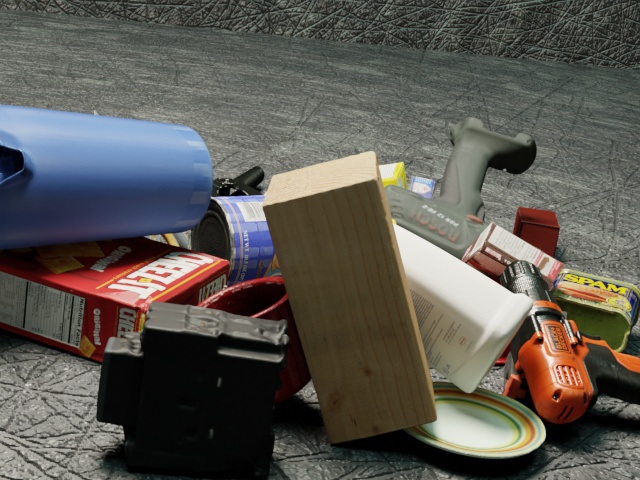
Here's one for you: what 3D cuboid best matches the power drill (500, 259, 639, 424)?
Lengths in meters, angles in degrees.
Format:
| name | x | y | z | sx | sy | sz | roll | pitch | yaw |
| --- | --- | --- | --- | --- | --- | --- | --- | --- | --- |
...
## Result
| name | x | y | z | sx | sy | sz | roll | pitch | yaw |
| --- | --- | --- | --- | --- | --- | --- | --- | --- | --- |
| power drill | 0.262 | 0.098 | 0.984 | 0.187 | 0.057 | 0.184 | 9 | 41 | -13 |

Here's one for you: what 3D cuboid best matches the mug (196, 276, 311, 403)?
| name | x | y | z | sx | sy | sz | roll | pitch | yaw |
| --- | --- | --- | --- | --- | --- | --- | --- | --- | --- |
| mug | -0.064 | 0.091 | 0.884 | 0.117 | 0.081 | 0.093 | -25 | 19 | -22 |

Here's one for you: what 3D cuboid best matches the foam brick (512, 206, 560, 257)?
| name | x | y | z | sx | sy | sz | roll | pitch | yaw |
| --- | --- | --- | --- | --- | --- | --- | --- | --- | --- |
| foam brick | 0.284 | -0.008 | 1.416 | 0.053 | 0.051 | 0.078 | 9 | 18 | 5 |

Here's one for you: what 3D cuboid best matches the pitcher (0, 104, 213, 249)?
| name | x | y | z | sx | sy | sz | roll | pitch | yaw |
| --- | --- | --- | --- | --- | --- | --- | --- | --- | --- |
| pitcher | -0.231 | -0.057 | 0.997 | 0.242 | 0.145 | 0.149 | -2 | 38 | -42 |

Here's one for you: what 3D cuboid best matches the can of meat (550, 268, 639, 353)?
| name | x | y | z | sx | sy | sz | roll | pitch | yaw |
| --- | --- | --- | --- | --- | --- | --- | --- | --- | --- |
| can of meat | 0.289 | 0.077 | 1.153 | 0.102 | 0.057 | 0.083 | 14 | 22 | 18 |

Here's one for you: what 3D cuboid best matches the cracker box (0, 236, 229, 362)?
| name | x | y | z | sx | sy | sz | roll | pitch | yaw |
| --- | --- | --- | --- | --- | --- | --- | --- | --- | --- |
| cracker box | -0.217 | 0.039 | 1.011 | 0.214 | 0.072 | 0.164 | 15 | 20 | 17 |

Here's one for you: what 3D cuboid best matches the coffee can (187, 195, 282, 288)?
| name | x | y | z | sx | sy | sz | roll | pitch | yaw |
| --- | --- | --- | --- | --- | --- | --- | --- | --- | --- |
| coffee can | -0.058 | 0.001 | 1.148 | 0.140 | 0.103 | 0.103 | -4 | 22 | -33 |

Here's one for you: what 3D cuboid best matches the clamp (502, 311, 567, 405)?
| name | x | y | z | sx | sy | sz | roll | pitch | yaw |
| --- | --- | --- | --- | --- | --- | --- | --- | --- | --- |
| clamp | 0.240 | 0.124 | 1.018 | 0.120 | 0.039 | 0.171 | 23 | 30 | 31 |

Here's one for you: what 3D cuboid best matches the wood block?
| name | x | y | z | sx | sy | sz | roll | pitch | yaw |
| --- | --- | --- | --- | --- | --- | --- | --- | --- | --- |
| wood block | 0.026 | 0.045 | 0.858 | 0.090 | 0.206 | 0.091 | -13 | 17 | 7 |

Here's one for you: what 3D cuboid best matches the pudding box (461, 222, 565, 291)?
| name | x | y | z | sx | sy | sz | roll | pitch | yaw |
| --- | --- | --- | --- | --- | --- | --- | --- | --- | --- |
| pudding box | 0.203 | 0.031 | 1.157 | 0.090 | 0.039 | 0.113 | 30 | -15 | 2 |

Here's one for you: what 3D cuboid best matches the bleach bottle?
| name | x | y | z | sx | sy | sz | roll | pitch | yaw |
| --- | --- | --- | --- | --- | --- | --- | --- | --- | --- |
| bleach bottle | 0.057 | 0.024 | 0.946 | 0.251 | 0.103 | 0.068 | 36 | 44 | 14 |

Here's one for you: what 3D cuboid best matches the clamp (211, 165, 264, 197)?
| name | x | y | z | sx | sy | sz | roll | pitch | yaw |
| --- | --- | --- | --- | --- | --- | --- | --- | --- | --- |
| clamp | -0.121 | -0.065 | 1.426 | 0.164 | 0.036 | 0.210 | -2 | 23 | -28 |

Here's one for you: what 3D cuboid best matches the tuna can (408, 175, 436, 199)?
| name | x | y | z | sx | sy | sz | roll | pitch | yaw |
| --- | --- | --- | --- | --- | --- | --- | --- | --- | --- |
| tuna can | 0.126 | -0.039 | 1.383 | 0.034 | 0.086 | 0.086 | 12 | 18 | 5 |
